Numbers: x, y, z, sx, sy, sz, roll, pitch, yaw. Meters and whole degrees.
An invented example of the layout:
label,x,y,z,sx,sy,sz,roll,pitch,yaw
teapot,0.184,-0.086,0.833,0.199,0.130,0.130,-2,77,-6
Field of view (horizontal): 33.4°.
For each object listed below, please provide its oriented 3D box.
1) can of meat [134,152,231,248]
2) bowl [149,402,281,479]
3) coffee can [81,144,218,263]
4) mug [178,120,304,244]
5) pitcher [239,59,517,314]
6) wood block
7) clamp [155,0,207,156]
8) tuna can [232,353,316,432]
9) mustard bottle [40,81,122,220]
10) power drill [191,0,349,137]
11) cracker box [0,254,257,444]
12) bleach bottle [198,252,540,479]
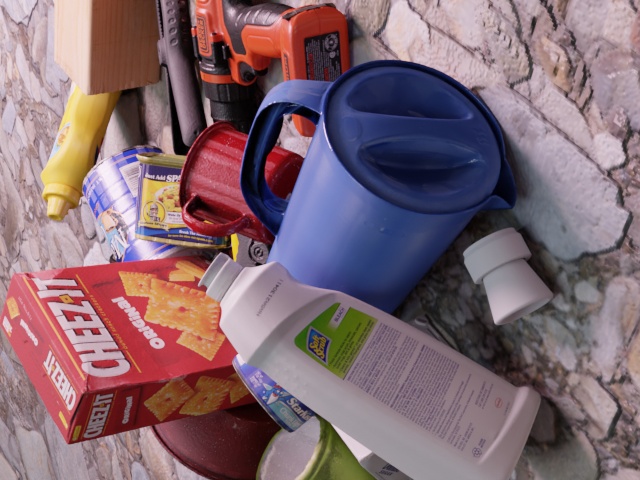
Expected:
label,x,y,z,sx,sy,sz,roll,pitch,yaw
can of meat,-0.133,-0.040,1.063,0.102,0.057,0.084,8,99,10
bowl,-0.089,0.172,1.062,0.162,0.161,0.055,45,119,38
coffee can,-0.185,-0.018,1.162,0.140,0.102,0.103,60,146,23
mug,-0.068,-0.040,0.906,0.082,0.117,0.093,21,132,24
pitcher,0.023,-0.016,0.808,0.149,0.144,0.243,61,149,22
wood block,-0.221,-0.268,1.120,0.090,0.090,0.206,45,138,38
clamp,-0.144,-0.182,1.072,0.165,0.036,0.210,153,109,-77
tuna can,-0.039,0.127,0.942,0.086,0.034,0.086,51,179,0
mustard bottle,-0.276,-0.110,1.217,0.096,0.058,0.191,-36,38,58
power drill,-0.049,-0.149,0.935,0.188,0.057,0.184,28,132,48
cracker box,-0.166,0.091,1.000,0.164,0.213,0.072,48,128,36
bleach bottle,0.029,0.085,0.761,0.251,0.102,0.068,34,140,0
